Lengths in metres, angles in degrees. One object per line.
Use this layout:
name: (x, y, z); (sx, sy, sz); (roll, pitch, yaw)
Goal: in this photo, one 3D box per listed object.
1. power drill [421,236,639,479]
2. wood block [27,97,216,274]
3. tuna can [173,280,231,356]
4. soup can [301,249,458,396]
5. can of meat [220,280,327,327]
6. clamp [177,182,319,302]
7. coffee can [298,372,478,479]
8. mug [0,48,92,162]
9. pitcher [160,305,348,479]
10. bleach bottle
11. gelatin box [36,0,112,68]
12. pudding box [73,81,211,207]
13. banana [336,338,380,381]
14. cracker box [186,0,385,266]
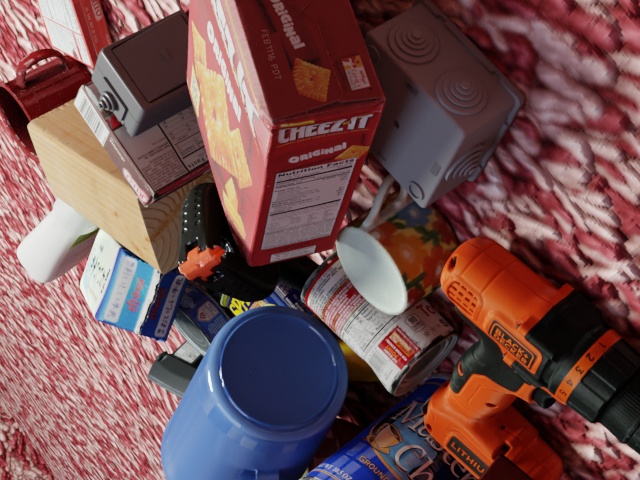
power drill: (0.143, 0.104, 0.689); (0.184, 0.057, 0.188); (43, 149, 22)
wood block: (-0.181, -0.063, 1.013); (0.206, 0.090, 0.090); (30, 144, 43)
tuna can: (-0.125, 0.085, 1.114); (0.086, 0.033, 0.086); (41, 158, 20)
soup can: (0.043, 0.057, 0.789); (0.102, 0.068, 0.068); (46, 152, 20)
can of meat: (-0.037, 0.055, 0.939); (0.084, 0.057, 0.102); (47, 153, 13)
clamp: (-0.050, 0.002, 0.802); (0.164, 0.036, 0.210); (55, -162, -9)
coffee can: (0.067, 0.180, 0.805); (0.103, 0.140, 0.103); (41, 150, 30)
mug: (-0.279, -0.147, 1.095); (0.093, 0.081, 0.117); (40, 150, 31)
pitcher: (-0.054, 0.156, 0.880); (0.149, 0.144, 0.243); (42, 153, 9)
bleach bottle: (-0.280, -0.026, 1.238); (0.068, 0.102, 0.251); (49, 148, -4)
gelatin box: (-0.232, -0.210, 1.004); (0.089, 0.030, 0.073); (30, 142, 42)
pudding box: (-0.139, -0.098, 0.902); (0.113, 0.089, 0.039); (56, 153, 2)
banana: (0.012, 0.123, 0.952); (0.069, 0.037, 0.198); (58, 154, 1)
cracker box: (-0.033, -0.098, 0.661); (0.214, 0.072, 0.164); (107, 147, -67)
